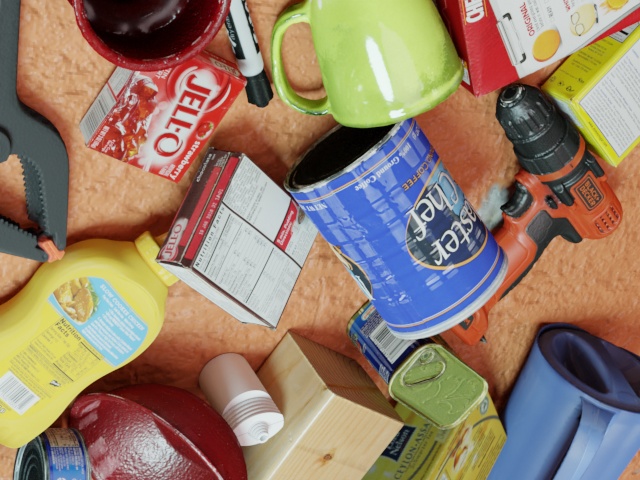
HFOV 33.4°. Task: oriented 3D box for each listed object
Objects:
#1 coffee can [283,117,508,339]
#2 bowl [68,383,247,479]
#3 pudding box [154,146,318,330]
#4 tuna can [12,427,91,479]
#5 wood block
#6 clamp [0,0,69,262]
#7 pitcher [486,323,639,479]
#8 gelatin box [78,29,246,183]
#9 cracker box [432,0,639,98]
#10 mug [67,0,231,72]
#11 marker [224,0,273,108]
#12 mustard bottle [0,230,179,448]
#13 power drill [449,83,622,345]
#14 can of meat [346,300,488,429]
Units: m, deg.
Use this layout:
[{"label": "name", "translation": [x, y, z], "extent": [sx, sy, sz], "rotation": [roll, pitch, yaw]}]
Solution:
[{"label": "coffee can", "translation": [0.055, -0.014, 0.762], "extent": [0.103, 0.103, 0.140], "rotation": [-38, 109, -3]}, {"label": "bowl", "translation": [-0.111, 0.161, 0.804], "extent": [0.055, 0.162, 0.162], "rotation": [-46, 140, -40]}, {"label": "pudding box", "translation": [-0.055, 0.001, 0.748], "extent": [0.113, 0.039, 0.090], "rotation": [42, 67, -47]}, {"label": "tuna can", "translation": [-0.199, 0.181, 0.785], "extent": [0.033, 0.086, 0.086], "rotation": [6, 116, -31]}, {"label": "wood block", "translation": [-0.039, 0.191, 0.881], "extent": [0.090, 0.090, 0.206], "rotation": [28, 103, -38]}, {"label": "clamp", "translation": [-0.203, -0.069, 0.644], "extent": [0.164, 0.036, 0.210], "rotation": [-46, 139, -14]}, {"label": "pitcher", "translation": [0.216, 0.213, 1.010], "extent": [0.149, 0.145, 0.243], "rotation": [3, 121, -35]}, {"label": "gelatin box", "translation": [-0.102, -0.088, 0.694], "extent": [0.073, 0.030, 0.089], "rotation": [22, 116, -38]}, {"label": "cracker box", "translation": [0.170, -0.221, 0.743], "extent": [0.213, 0.072, 0.164], "rotation": [-26, 129, -12]}, {"label": "mug", "translation": [-0.118, -0.158, 0.612], "extent": [0.117, 0.082, 0.093], "rotation": [9, 115, -34]}, {"label": "marker", "translation": [-0.053, -0.139, 0.702], "extent": [0.020, 0.020, 0.121], "rotation": [-26, 129, -13]}, {"label": "mustard bottle", "translation": [-0.167, 0.055, 0.739], "extent": [0.191, 0.058, 0.096], "rotation": [-38, 125, -3]}, {"label": "power drill", "translation": [0.147, -0.016, 0.872], "extent": [0.187, 0.057, 0.184], "rotation": [-44, 128, 4]}, {"label": "can of meat", "translation": [0.079, 0.099, 0.891], "extent": [0.057, 0.084, 0.102], "rotation": [-48, 131, 6]}]
